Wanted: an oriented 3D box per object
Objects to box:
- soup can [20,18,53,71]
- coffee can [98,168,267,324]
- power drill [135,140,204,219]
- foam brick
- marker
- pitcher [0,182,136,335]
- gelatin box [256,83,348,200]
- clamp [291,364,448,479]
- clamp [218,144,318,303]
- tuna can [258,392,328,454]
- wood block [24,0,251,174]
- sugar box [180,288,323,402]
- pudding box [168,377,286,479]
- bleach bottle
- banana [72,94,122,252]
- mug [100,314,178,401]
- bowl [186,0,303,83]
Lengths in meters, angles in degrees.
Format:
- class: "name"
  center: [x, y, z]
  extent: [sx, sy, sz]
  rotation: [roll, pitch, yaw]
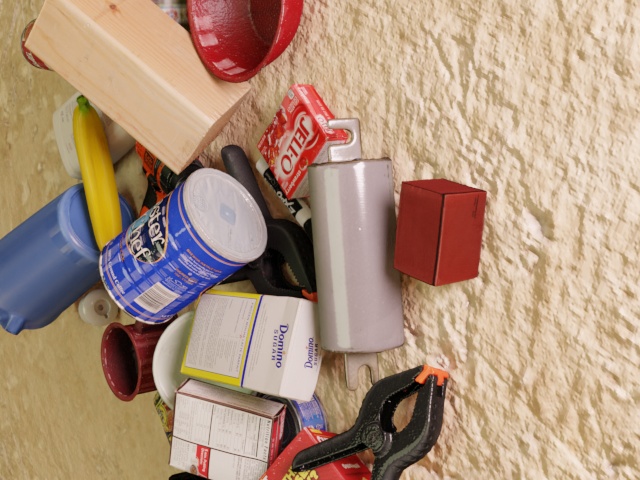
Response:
- class: "soup can"
  center: [-0.329, -0.247, 1.359]
  extent: [0.102, 0.068, 0.068]
  rotation: [19, 110, 47]
- class: "coffee can"
  center: [-0.137, 0.007, 1.060]
  extent: [0.141, 0.102, 0.103]
  rotation: [-35, 69, 32]
- class: "power drill"
  center: [-0.171, -0.017, 1.194]
  extent: [0.185, 0.057, 0.188]
  rotation: [48, 130, 53]
- class: "foam brick"
  center: [0.099, -0.008, 0.886]
  extent: [0.051, 0.052, 0.078]
  rotation: [20, 110, 48]
- class: "marker"
  center: [-0.027, -0.039, 1.061]
  extent: [0.121, 0.020, 0.020]
  rotation: [53, 133, 32]
- class: "pitcher"
  center: [-0.336, 0.009, 1.377]
  extent: [0.243, 0.144, 0.149]
  rotation: [-31, 84, 45]
- class: "gelatin box"
  center: [-0.019, -0.096, 1.034]
  extent: [0.073, 0.030, 0.089]
  rotation: [59, 136, 26]
- class: "clamp"
  center: [0.046, 0.176, 0.945]
  extent: [0.120, 0.039, 0.171]
  rotation: [32, 94, 31]
- class: "clamp"
  center: [-0.057, 0.001, 1.091]
  extent: [0.210, 0.036, 0.165]
  rotation: [28, 118, 47]
- class: "tuna can"
  center: [-0.032, 0.189, 1.093]
  extent: [0.086, 0.033, 0.086]
  rotation: [11, 105, 50]
- class: "wood block"
  center: [-0.187, -0.180, 1.102]
  extent: [0.206, 0.090, 0.090]
  rotation: [40, 133, -2]
- class: "sugar box"
  center: [-0.065, 0.099, 1.039]
  extent: [0.177, 0.048, 0.093]
  rotation: [4, 79, 50]
- class: "pudding box"
  center: [-0.095, 0.197, 1.076]
  extent: [0.113, 0.039, 0.090]
  rotation: [12, 108, 15]
- class: "bleach bottle"
  center: [-0.228, -0.160, 1.256]
  extent: [0.251, 0.067, 0.102]
  rotation: [-26, 80, 47]
- class: "banana"
  center: [-0.261, -0.074, 1.239]
  extent: [0.069, 0.037, 0.198]
  rotation: [-88, -11, -73]
- class: "mug"
  center: [-0.198, 0.125, 1.248]
  extent: [0.093, 0.081, 0.117]
  rotation: [38, 124, 41]
- class: "bowl"
  center: [-0.065, -0.236, 1.047]
  extent: [0.162, 0.055, 0.162]
  rotation: [11, 105, 50]
